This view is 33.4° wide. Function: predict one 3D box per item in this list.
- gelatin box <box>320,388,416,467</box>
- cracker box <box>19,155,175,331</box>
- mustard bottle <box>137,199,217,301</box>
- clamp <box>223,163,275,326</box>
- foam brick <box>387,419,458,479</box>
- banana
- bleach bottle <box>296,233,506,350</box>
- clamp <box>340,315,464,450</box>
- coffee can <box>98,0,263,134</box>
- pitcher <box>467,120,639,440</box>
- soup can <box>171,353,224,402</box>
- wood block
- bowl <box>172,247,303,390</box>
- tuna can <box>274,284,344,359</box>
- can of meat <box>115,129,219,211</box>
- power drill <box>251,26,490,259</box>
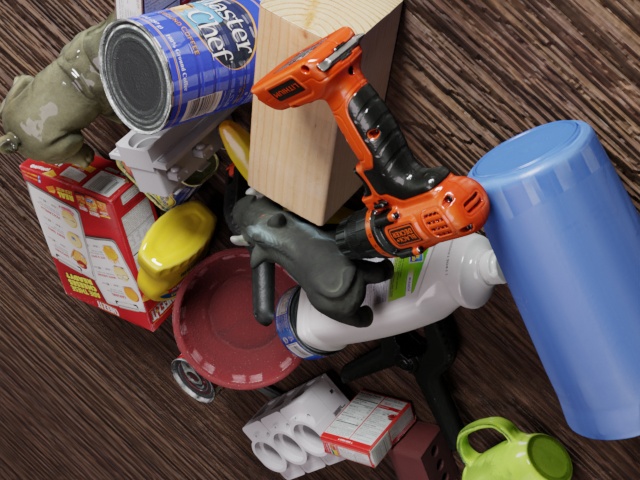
[{"bbox_3d":[0.055,0.214,1.222,0.073,0.089,0.030,9,128,40],"label":"gelatin box"},{"bbox_3d":[-0.272,-0.006,1.342,0.164,0.072,0.214,19,137,31],"label":"cracker box"},{"bbox_3d":[-0.171,0.024,1.244,0.058,0.096,0.192,42,159,5],"label":"mustard bottle"},{"bbox_3d":[-0.057,0.001,1.108,0.039,0.120,0.171,-26,102,45],"label":"clamp"},{"bbox_3d":[0.118,0.253,1.231,0.051,0.052,0.078,6,130,41],"label":"foam brick"},{"bbox_3d":[-0.022,-0.051,1.076,0.198,0.037,0.070,31,135,3],"label":"banana"},{"bbox_3d":[0.081,0.047,1.023,0.068,0.102,0.251,19,160,-36],"label":"bleach bottle"},{"bbox_3d":[0.105,0.129,1.135,0.165,0.036,0.210,33,140,18],"label":"clamp"},{"bbox_3d":[-0.112,-0.162,0.961,0.103,0.140,0.103,24,125,38],"label":"coffee can"},{"bbox_3d":[0.212,0.028,0.875,0.149,0.144,0.243,-17,109,37],"label":"pitcher"},{"bbox_3d":[-0.126,0.141,1.315,0.069,0.102,0.068,26,140,24],"label":"soup can"},{"bbox_3d":[-0.001,-0.126,0.949,0.090,0.090,0.206,30,141,19],"label":"wood block"},{"bbox_3d":[-0.086,0.086,1.219,0.162,0.162,0.055,47,-177,-2],"label":"bowl"},{"bbox_3d":[-0.007,0.086,1.162,0.086,0.086,0.034,53,145,-10],"label":"tuna can"},{"bbox_3d":[-0.172,-0.089,1.179,0.102,0.057,0.084,46,146,-2],"label":"can of meat"},{"bbox_3d":[0.029,-0.067,0.852,0.187,0.057,0.185,52,149,-13],"label":"power drill"}]
